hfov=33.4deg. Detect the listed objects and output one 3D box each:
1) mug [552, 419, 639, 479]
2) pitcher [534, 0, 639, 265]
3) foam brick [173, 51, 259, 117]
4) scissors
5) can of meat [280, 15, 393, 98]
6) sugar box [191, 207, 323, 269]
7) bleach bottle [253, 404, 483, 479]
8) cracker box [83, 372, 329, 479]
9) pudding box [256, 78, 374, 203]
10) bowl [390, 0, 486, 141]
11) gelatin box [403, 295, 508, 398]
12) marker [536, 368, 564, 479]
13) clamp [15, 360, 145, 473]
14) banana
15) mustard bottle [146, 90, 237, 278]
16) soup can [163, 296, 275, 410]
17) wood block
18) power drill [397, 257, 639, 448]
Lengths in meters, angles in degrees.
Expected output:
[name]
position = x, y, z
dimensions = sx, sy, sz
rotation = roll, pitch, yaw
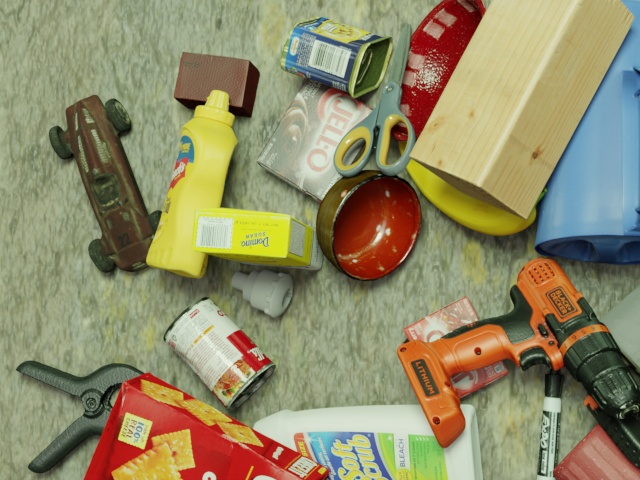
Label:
[mug]
position = 0.284, 0.214, 1.014
dimensions = 0.117, 0.093, 0.081
rotation = -37, 71, -26
[pitcher]
position = 0.278, -0.103, 1.007
dimensions = 0.149, 0.144, 0.243
rotation = -3, 77, 33
[foam brick]
position = -0.110, -0.166, 1.140
dimensions = 0.078, 0.051, 0.053
rotation = 10, 86, 11
[scissors]
position = 0.055, -0.136, 1.073
dimensions = 0.096, 0.016, 0.201
rotation = -22, 45, 22
[can of meat]
position = 0.017, -0.190, 1.092
dimensions = 0.084, 0.102, 0.057
rotation = 22, 113, 15
[sugar box]
position = -0.057, 0.002, 1.050
dimensions = 0.093, 0.176, 0.048
rotation = 5, 83, 12
[bleach bottle]
position = 0.031, 0.217, 1.069
dimensions = 0.251, 0.068, 0.102
rotation = -4, 101, 16
[cracker box]
position = -0.124, 0.252, 1.046
dimensions = 0.214, 0.072, 0.164
rotation = 26, 99, 13
[pudding box]
position = 0.001, -0.104, 1.118
dimensions = 0.090, 0.039, 0.113
rotation = 32, 91, 12
[bowl]
position = 0.132, -0.163, 1.062
dimensions = 0.055, 0.162, 0.162
rotation = 23, 89, -25
[gelatin box]
position = 0.137, 0.111, 1.076
dimensions = 0.073, 0.030, 0.089
rotation = -29, 80, 7
[marker]
position = 0.227, 0.188, 1.057
dimensions = 0.020, 0.020, 0.121
rotation = 4, 86, 11
[clamp]
position = -0.244, 0.186, 1.139
dimensions = 0.171, 0.039, 0.120
rotation = -3, 85, 11
[banana]
position = 0.145, -0.049, 1.056
dimensions = 0.198, 0.037, 0.070
rotation = 27, 112, 45
[mustard bottle]
position = -0.125, -0.060, 1.088
dimensions = 0.058, 0.096, 0.191
rotation = 16, 85, -17
[soup can]
position = -0.105, 0.117, 1.104
dimensions = 0.102, 0.068, 0.068
rotation = 45, 94, 12
[wood block]
position = 0.181, -0.137, 0.957
dimensions = 0.090, 0.090, 0.206
rotation = 29, 91, 44
[power drill]
position = 0.179, 0.119, 0.990
dimensions = 0.187, 0.057, 0.184
rotation = -25, 47, 0
